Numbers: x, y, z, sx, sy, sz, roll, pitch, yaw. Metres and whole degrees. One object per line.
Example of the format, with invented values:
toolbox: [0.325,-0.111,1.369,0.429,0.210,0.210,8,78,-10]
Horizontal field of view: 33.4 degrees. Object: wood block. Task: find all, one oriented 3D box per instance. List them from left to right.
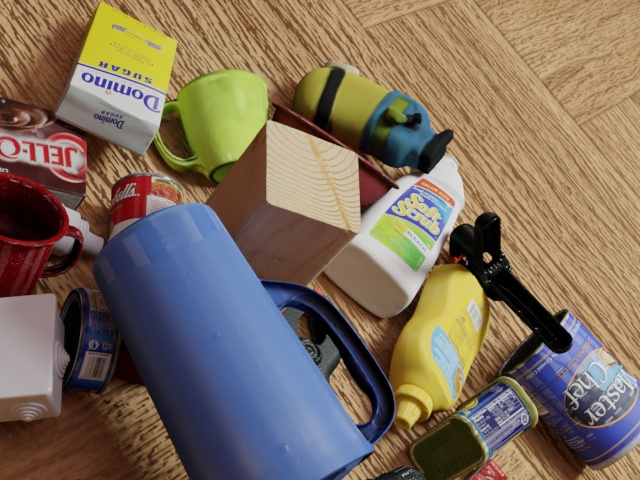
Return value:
wood block: [-0.056,0.001,0.944,0.090,0.206,0.091,18,49,-24]

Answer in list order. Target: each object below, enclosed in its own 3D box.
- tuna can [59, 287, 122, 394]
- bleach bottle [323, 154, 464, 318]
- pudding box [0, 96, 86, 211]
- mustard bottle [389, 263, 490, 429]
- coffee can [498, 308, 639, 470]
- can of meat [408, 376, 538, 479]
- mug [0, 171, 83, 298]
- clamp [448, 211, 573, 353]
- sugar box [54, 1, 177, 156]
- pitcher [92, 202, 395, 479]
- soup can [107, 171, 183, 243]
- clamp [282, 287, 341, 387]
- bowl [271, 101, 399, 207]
tuna can: [-0.192,0.082,0.875,0.033,0.086,0.086,11,53,-26]
bleach bottle: [0.095,-0.027,1.173,0.102,0.068,0.250,41,42,-6]
pudding box: [-0.271,-0.080,0.973,0.113,0.039,0.090,12,52,-29]
mustard bottle: [0.114,0.116,1.072,0.191,0.058,0.096,-57,132,-44]
coffee can: [0.274,0.157,1.131,0.140,0.103,0.102,45,45,3]
can of meat: [0.144,0.185,1.022,0.083,0.102,0.057,-26,76,-41]
mug: [-0.254,0.004,0.881,0.117,0.082,0.093,8,37,-35]
clamp: [0.185,0.037,1.117,0.036,0.210,0.164,-34,97,-5]
sugar box: [-0.198,-0.163,1.054,0.093,0.048,0.176,25,31,-19]
pitcher: [-0.065,0.092,0.817,0.243,0.145,0.149,59,26,14]
soup can: [-0.160,-0.002,0.972,0.068,0.069,0.102,16,51,-25]
clamp: [-0.011,0.121,1.006,0.120,0.039,0.171,39,44,-14]
bowl: [0.002,-0.078,1.117,0.162,0.055,0.162,34,2,-1]
